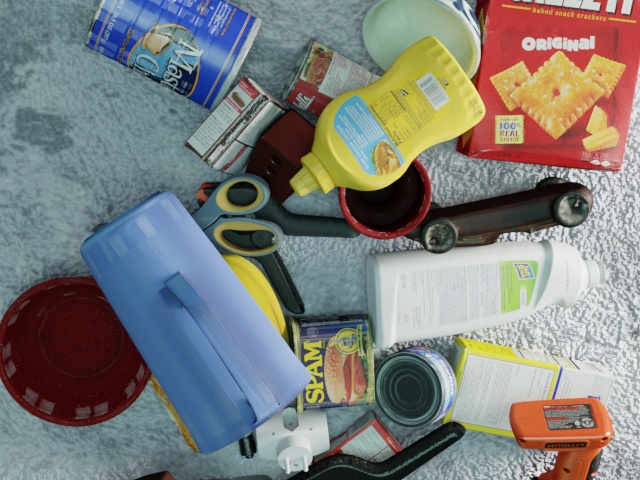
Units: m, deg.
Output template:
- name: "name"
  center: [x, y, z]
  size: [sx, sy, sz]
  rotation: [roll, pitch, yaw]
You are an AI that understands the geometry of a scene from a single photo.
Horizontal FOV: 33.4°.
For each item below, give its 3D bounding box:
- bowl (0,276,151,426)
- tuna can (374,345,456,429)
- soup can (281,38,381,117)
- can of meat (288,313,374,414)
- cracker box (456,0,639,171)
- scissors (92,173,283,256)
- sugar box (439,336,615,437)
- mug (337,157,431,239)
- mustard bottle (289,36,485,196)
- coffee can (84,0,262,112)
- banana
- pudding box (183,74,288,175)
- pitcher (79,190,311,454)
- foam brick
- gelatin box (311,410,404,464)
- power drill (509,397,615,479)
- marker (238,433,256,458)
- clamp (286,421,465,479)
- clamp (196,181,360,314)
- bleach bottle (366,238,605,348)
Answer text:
- name: "bowl"
  center: [-0.253, 0.109, 1.113]
  size: [0.162, 0.055, 0.162]
  rotation: [-1, 102, -4]
- name: "tuna can"
  center: [0.100, 0.157, 1.141]
  size: [0.086, 0.033, 0.086]
  rotation: [3, 96, 30]
- name: "soup can"
  center: [0.021, -0.150, 1.072]
  size: [0.102, 0.068, 0.068]
  rotation: [25, 99, -10]
- name: "can of meat"
  center: [0.012, 0.130, 1.139]
  size: [0.084, 0.057, 0.102]
  rotation: [-4, 102, -6]
- name: "cracker box"
  center: [0.236, -0.183, 1.080]
  size: [0.164, 0.072, 0.214]
  rotation: [6, 101, -6]
- name: "scissors"
  center: [-0.134, -0.033, 1.085]
  size: [0.202, 0.016, 0.096]
  rotation: [11, 113, 7]
- name: "sugar box"
  center: [0.223, 0.169, 1.170]
  size: [0.176, 0.048, 0.093]
  rotation: [12, 103, -11]
- name: "mug"
  center: [0.051, -0.061, 1.087]
  size: [0.117, 0.081, 0.093]
  rotation: [34, 98, -11]
- name: "mustard bottle"
  center: [0.053, -0.103, 1.010]
  size: [0.191, 0.058, 0.096]
  rotation: [-35, 91, -4]
- name: "coffee can"
  center: [-0.141, -0.200, 1.030]
  size: [0.140, 0.103, 0.103]
  rotation: [27, 99, -10]
- name: "banana"
  center: [-0.068, 0.089, 1.122]
  size: [0.070, 0.037, 0.198]
  rotation: [-8, 113, 35]
- name: "pudding box"
  center: [-0.079, -0.110, 1.050]
  size: [0.039, 0.113, 0.090]
  rotation: [42, 96, 6]
- name: "pitcher"
  center: [-0.123, 0.075, 1.035]
  size: [0.149, 0.144, 0.243]
  rotation: [-30, 96, 33]
- name: "foam brick"
  center: [-0.035, -0.084, 1.066]
  size: [0.053, 0.078, 0.051]
  rotation: [39, 60, 6]
- name: "gelatin box"
  center: [0.045, 0.243, 1.180]
  size: [0.089, 0.030, 0.073]
  rotation: [-37, 104, 5]
- name: "power drill"
  center: [0.237, 0.254, 1.154]
  size: [0.184, 0.057, 0.188]
  rotation: [-5, 129, -1]
- name: "marker"
  center: [-0.089, 0.181, 1.161]
  size: [0.020, 0.020, 0.121]
  rotation: [-12, 103, -2]
- name: "clamp"
  center: [0.059, 0.265, 1.149]
  size: [0.210, 0.036, 0.164]
  rotation: [6, 104, -4]
- name: "clamp"
  center: [-0.057, 0.001, 1.115]
  size: [0.171, 0.039, 0.120]
  rotation: [25, 103, -3]
- name: "bleach bottle"
  center: [0.177, 0.053, 1.133]
  size: [0.250, 0.068, 0.102]
  rotation: [-4, 105, -6]
